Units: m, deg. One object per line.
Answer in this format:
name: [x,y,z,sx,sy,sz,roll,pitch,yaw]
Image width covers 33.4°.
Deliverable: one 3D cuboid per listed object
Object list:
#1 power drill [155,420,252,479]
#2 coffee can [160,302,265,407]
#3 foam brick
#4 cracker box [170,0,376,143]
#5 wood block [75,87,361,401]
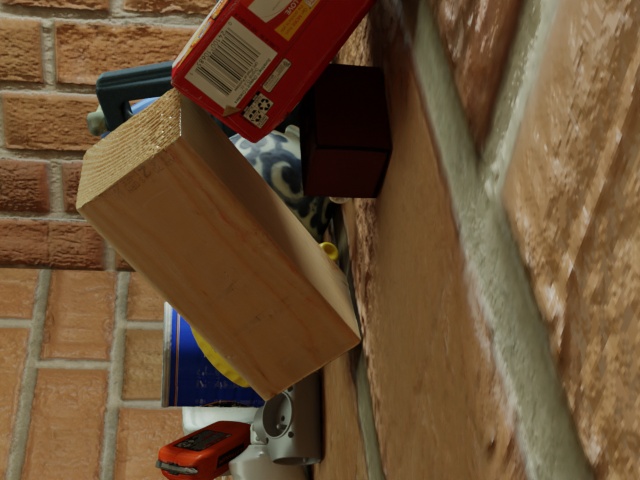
power drill: [-0.093,0.277,1.048,0.184,0.057,0.188,-16,-76,-57]
coffee can: [-0.084,0.113,1.047,0.103,0.140,0.103,-178,90,-82]
foam brick: [0.015,-0.074,0.719,0.053,0.051,0.078,103,166,-52]
cracker box: [-0.025,-0.156,0.711,0.164,0.072,0.214,-52,13,5]
wood block: [-0.069,0.004,0.760,0.206,0.090,0.091,50,-166,-29]
